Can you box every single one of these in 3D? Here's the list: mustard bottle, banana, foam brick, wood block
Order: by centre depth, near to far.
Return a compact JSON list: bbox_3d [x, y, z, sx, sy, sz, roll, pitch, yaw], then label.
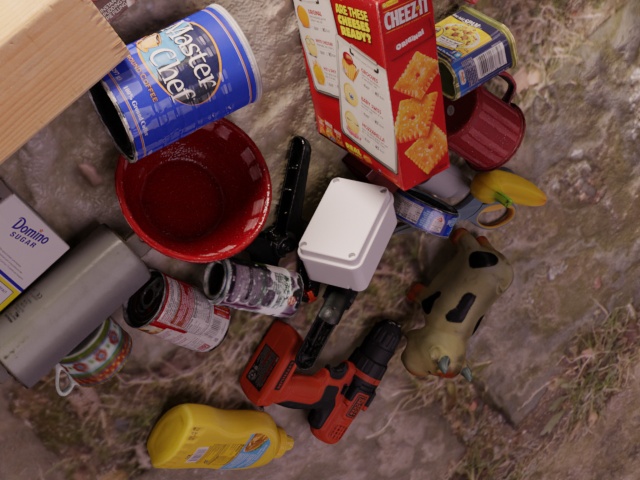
[{"bbox_3d":[-0.282,-0.142,0.930,0.206,0.090,0.090,-42,134,-7],"label":"wood block"},{"bbox_3d":[0.076,-0.096,1.237,0.078,0.051,0.053,-46,132,-3],"label":"foam brick"},{"bbox_3d":[-0.110,0.244,1.309,0.191,0.058,0.096,13,129,-40],"label":"mustard bottle"},{"bbox_3d":[0.227,-0.060,1.323,0.037,0.070,0.197,-54,162,19],"label":"banana"}]

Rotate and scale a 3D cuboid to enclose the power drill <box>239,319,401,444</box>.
[{"bbox_3d":[0.004,0.162,1.343,0.187,0.057,0.184,25,98,-41],"label":"power drill"}]

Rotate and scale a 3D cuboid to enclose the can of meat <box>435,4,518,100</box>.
[{"bbox_3d":[0.155,-0.209,1.189,0.084,0.102,0.057,-31,131,-13],"label":"can of meat"}]

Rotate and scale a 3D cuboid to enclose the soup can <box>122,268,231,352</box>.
[{"bbox_3d":[-0.156,0.078,1.170,0.102,0.069,0.068,27,99,-43],"label":"soup can"}]

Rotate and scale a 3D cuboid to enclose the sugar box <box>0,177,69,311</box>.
[{"bbox_3d":[-0.340,0.032,1.028,0.176,0.048,0.093,-44,135,-9],"label":"sugar box"}]

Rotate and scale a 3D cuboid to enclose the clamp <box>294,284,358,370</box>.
[{"bbox_3d":[0.018,0.073,1.259,0.120,0.039,0.171,-56,-179,42],"label":"clamp"}]

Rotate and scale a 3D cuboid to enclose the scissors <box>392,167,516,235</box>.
[{"bbox_3d":[0.180,-0.050,1.363,0.201,0.016,0.096,0,115,-36],"label":"scissors"}]

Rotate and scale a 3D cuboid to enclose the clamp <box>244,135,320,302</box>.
[{"bbox_3d":[-0.058,0.001,1.213,0.164,0.036,0.210,-31,131,-16],"label":"clamp"}]

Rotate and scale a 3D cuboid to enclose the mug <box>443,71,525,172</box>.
[{"bbox_3d":[0.187,-0.148,1.258,0.081,0.093,0.117,26,102,-37],"label":"mug"}]

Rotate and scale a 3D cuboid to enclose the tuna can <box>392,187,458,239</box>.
[{"bbox_3d":[0.122,-0.036,1.284,0.086,0.086,0.034,14,106,-40],"label":"tuna can"}]

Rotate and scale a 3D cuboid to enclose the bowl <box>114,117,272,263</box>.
[{"bbox_3d":[-0.133,-0.049,1.084,0.162,0.055,0.162,6,73,-20],"label":"bowl"}]

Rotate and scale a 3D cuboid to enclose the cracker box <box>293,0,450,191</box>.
[{"bbox_3d":[0.051,-0.180,1.090,0.072,0.164,0.214,-28,130,-21],"label":"cracker box"}]

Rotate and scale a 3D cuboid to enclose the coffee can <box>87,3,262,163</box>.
[{"bbox_3d":[-0.140,-0.150,1.015,0.140,0.103,0.103,-29,130,-17],"label":"coffee can"}]
